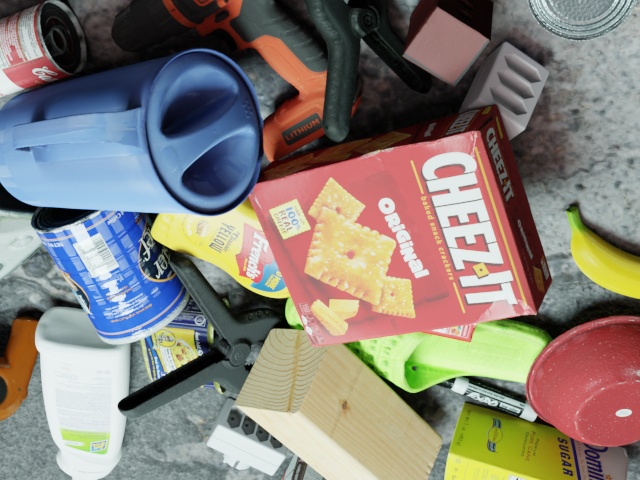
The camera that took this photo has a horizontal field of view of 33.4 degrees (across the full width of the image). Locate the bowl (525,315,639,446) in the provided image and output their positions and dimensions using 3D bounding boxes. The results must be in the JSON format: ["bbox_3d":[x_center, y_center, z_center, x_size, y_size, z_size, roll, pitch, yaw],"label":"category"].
[{"bbox_3d":[0.283,0.149,1.031,0.162,0.055,0.162,-3,129,-4],"label":"bowl"}]

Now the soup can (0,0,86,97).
[{"bbox_3d":[-0.271,-0.169,0.954,0.102,0.068,0.068,-13,121,21],"label":"soup can"}]

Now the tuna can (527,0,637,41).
[{"bbox_3d":[0.206,-0.203,0.840,0.086,0.033,0.086,6,125,9],"label":"tuna can"}]

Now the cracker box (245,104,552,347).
[{"bbox_3d":[0.064,-0.005,0.893,0.214,0.072,0.164,-11,110,28],"label":"cracker box"}]

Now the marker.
[{"bbox_3d":[0.168,0.159,1.112,0.121,0.020,0.020,21,126,-2],"label":"marker"}]

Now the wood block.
[{"bbox_3d":[0.024,0.183,1.075,0.090,0.090,0.206,-1,143,44],"label":"wood block"}]

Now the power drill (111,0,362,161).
[{"bbox_3d":[-0.067,-0.160,0.919,0.185,0.057,0.187,-25,117,30],"label":"power drill"}]

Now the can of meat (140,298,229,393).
[{"bbox_3d":[-0.140,0.108,1.125,0.084,0.057,0.102,4,125,13],"label":"can of meat"}]

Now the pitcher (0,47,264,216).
[{"bbox_3d":[-0.182,-0.086,0.909,0.243,0.145,0.149,0,138,40],"label":"pitcher"}]

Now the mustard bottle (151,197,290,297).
[{"bbox_3d":[-0.057,0.001,1.004,0.191,0.058,0.096,29,122,-7],"label":"mustard bottle"}]

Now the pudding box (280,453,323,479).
[{"bbox_3d":[-0.035,0.304,1.217,0.039,0.090,0.114,23,126,-3],"label":"pudding box"}]

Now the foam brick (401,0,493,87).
[{"bbox_3d":[0.104,-0.171,0.860,0.053,0.078,0.051,29,125,-11],"label":"foam brick"}]

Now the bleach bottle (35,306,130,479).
[{"bbox_3d":[-0.270,0.191,1.208,0.102,0.068,0.251,9,128,-4],"label":"bleach bottle"}]

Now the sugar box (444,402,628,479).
[{"bbox_3d":[0.221,0.229,1.090,0.176,0.093,0.048,12,121,12],"label":"sugar box"}]

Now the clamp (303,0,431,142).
[{"bbox_3d":[0.037,-0.177,0.877,0.039,0.120,0.171,7,114,44],"label":"clamp"}]

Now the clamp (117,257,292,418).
[{"bbox_3d":[-0.098,0.116,1.064,0.209,0.036,0.164,22,98,-41],"label":"clamp"}]

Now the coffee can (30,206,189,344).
[{"bbox_3d":[-0.204,0.016,1.047,0.103,0.102,0.140,-13,120,21],"label":"coffee can"}]
